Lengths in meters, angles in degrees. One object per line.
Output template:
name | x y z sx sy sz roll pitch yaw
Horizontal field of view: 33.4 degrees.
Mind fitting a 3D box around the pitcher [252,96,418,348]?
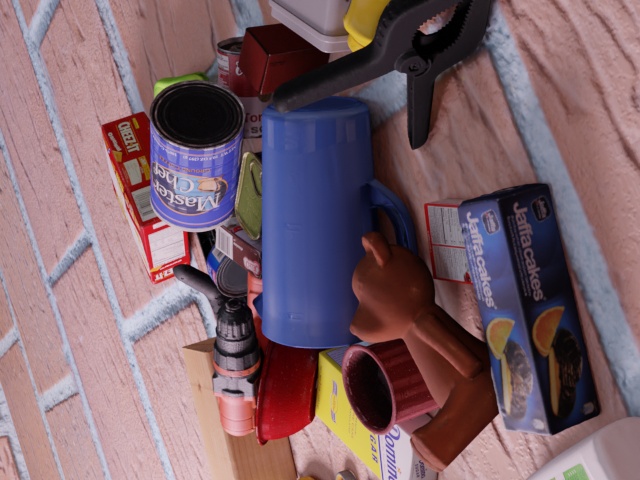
pitcher | 0.010 -0.020 1.086 0.145 0.149 0.243 -139 44 -67

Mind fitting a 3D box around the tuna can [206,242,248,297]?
tuna can | -0.097 0.027 1.319 0.034 0.086 0.086 50 143 39

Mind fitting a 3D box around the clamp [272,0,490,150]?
clamp | 0.065 -0.158 0.901 0.210 0.164 0.036 -53 41 45

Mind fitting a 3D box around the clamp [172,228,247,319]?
clamp | -0.133 0.061 1.369 0.039 0.120 0.171 -17 113 30

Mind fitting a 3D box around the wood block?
wood block | -0.110 0.234 1.436 0.091 0.090 0.206 -1 102 62

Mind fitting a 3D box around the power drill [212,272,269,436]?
power drill | -0.080 0.104 1.238 0.187 0.057 0.184 -69 -15 -53

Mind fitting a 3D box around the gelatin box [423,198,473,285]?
gelatin box | 0.133 0.001 0.961 0.089 0.030 0.073 7 108 60

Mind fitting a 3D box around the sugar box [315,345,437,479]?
sugar box | 0.060 0.198 1.167 0.176 0.048 0.093 40 136 48

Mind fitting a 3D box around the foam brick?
foam brick | -0.038 -0.193 1.119 0.051 0.078 0.053 54 143 34

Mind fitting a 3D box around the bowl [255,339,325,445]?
bowl | -0.029 0.164 1.248 0.162 0.055 0.162 9 -90 -81

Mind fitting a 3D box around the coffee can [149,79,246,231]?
coffee can | -0.138 -0.092 1.182 0.103 0.102 0.140 57 154 29

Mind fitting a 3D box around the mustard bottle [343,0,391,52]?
mustard bottle | 0.061 -0.224 0.915 0.058 0.096 0.192 28 138 8

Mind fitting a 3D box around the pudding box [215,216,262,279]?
pudding box | -0.058 0.002 1.234 0.114 0.089 0.039 35 130 50

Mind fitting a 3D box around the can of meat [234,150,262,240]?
can of meat | -0.042 -0.058 1.183 0.057 0.083 0.102 52 144 36

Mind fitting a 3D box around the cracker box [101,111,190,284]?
cracker box | -0.240 -0.055 1.496 0.214 0.072 0.164 101 147 -67

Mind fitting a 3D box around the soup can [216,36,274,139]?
soup can | -0.082 -0.174 1.215 0.069 0.068 0.102 34 132 50

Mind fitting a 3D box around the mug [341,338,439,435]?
mug | 0.075 0.142 1.075 0.093 0.081 0.117 66 150 16
